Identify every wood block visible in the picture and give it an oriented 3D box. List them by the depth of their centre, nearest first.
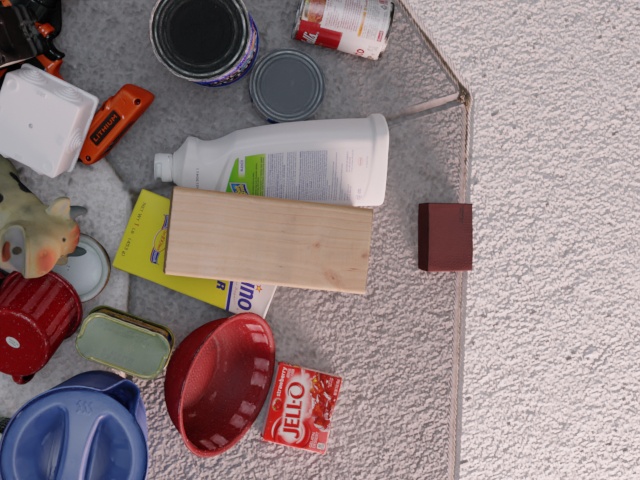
[{"bbox_3d":[-0.057,0.001,1.118,0.206,0.091,0.090,6,88,-9],"label":"wood block"}]

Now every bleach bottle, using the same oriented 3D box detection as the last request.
[{"bbox_3d":[-0.055,-0.087,1.167,0.250,0.068,0.102,0,117,-5],"label":"bleach bottle"}]

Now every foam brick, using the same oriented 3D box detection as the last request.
[{"bbox_3d":[0.140,-0.004,1.202,0.053,0.051,0.078,1,90,-7],"label":"foam brick"}]

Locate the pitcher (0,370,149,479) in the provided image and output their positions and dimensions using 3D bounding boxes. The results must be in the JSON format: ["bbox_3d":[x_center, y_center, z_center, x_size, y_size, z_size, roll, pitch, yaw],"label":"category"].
[{"bbox_3d":[-0.240,0.204,1.062,0.149,0.243,0.145,-8,90,-7],"label":"pitcher"}]

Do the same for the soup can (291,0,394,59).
[{"bbox_3d":[0.025,-0.244,1.183,0.102,0.068,0.068,13,88,-7],"label":"soup can"}]

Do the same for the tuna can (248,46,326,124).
[{"bbox_3d":[-0.038,-0.171,1.192,0.086,0.034,0.086,0,89,-6],"label":"tuna can"}]

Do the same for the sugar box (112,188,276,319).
[{"bbox_3d":[-0.130,0.018,1.175,0.176,0.048,0.093,21,87,-5],"label":"sugar box"}]

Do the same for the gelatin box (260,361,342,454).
[{"bbox_3d":[-0.022,0.187,1.193,0.073,0.030,0.089,14,88,-6],"label":"gelatin box"}]

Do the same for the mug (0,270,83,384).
[{"bbox_3d":[-0.304,0.096,1.101,0.093,0.081,0.117,13,118,3],"label":"mug"}]

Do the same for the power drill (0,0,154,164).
[{"bbox_3d":[-0.270,-0.188,1.134,0.187,0.057,0.185,42,109,-4],"label":"power drill"}]

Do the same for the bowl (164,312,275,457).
[{"bbox_3d":[-0.117,0.147,1.143,0.055,0.161,0.162,17,87,30],"label":"bowl"}]

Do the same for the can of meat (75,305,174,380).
[{"bbox_3d":[-0.209,0.110,1.146,0.102,0.084,0.057,20,87,-6],"label":"can of meat"}]

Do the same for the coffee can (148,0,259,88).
[{"bbox_3d":[-0.119,-0.215,1.123,0.103,0.140,0.103,0,96,0],"label":"coffee can"}]
